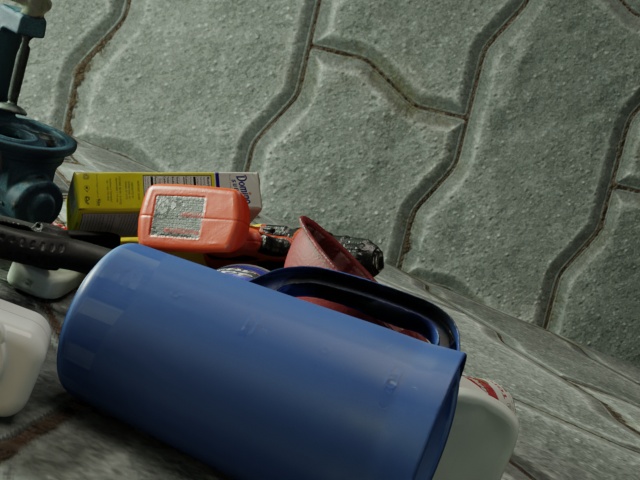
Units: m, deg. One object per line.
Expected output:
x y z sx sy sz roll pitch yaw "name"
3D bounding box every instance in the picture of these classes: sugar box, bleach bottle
-0.153 -0.034 1.031 0.176 0.048 0.093 -4 -15 -19 "sugar box"
0.094 0.142 0.859 0.068 0.102 0.251 22 5 -2 "bleach bottle"

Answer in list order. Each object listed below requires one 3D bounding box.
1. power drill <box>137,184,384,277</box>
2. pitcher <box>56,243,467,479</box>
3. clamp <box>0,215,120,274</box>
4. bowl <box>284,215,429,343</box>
-0.056 0.001 0.942 0.185 0.057 0.187 2 -12 27 "power drill"
-0.034 0.084 0.682 0.243 0.145 0.149 21 7 13 "pitcher"
-0.231 0.004 0.913 0.209 0.036 0.165 13 4 -29 "clamp"
0.021 0.057 0.824 0.162 0.055 0.162 47 6 -7 "bowl"
